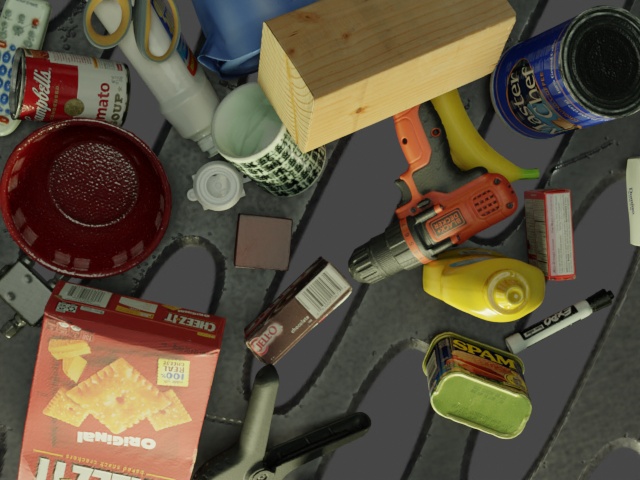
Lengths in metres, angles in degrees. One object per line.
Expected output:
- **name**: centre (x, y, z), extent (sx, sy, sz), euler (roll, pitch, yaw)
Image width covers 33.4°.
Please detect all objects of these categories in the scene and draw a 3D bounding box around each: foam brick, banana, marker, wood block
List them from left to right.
- **foam brick**: centre (-0.057, 0.001, 1.044), extent (0.053, 0.078, 0.051), euler (6, 91, -5)
- **wood block**: centre (0.057, -0.171, 0.950), extent (0.205, 0.091, 0.090), euler (-25, 69, -18)
- **banana**: centre (0.141, -0.127, 1.075), extent (0.069, 0.037, 0.198), euler (-37, 97, -24)
- **marker**: centre (0.248, 0.083, 1.100), extent (0.121, 0.020, 0.020), euler (-27, 95, -3)

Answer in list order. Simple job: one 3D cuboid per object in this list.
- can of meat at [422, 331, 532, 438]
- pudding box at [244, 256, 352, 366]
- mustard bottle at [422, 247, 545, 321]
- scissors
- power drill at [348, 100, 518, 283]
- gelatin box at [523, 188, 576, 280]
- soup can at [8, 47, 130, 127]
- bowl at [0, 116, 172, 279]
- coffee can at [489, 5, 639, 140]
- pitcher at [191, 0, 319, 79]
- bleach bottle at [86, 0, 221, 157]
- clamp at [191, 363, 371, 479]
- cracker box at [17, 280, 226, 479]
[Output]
- **can of meat**: centre (0.155, 0.144, 1.058), extent (0.102, 0.084, 0.057), euler (20, 110, -5)
- **pudding box**: centre (-0.024, 0.068, 1.044), extent (0.113, 0.090, 0.039), euler (-42, 97, -2)
- **mustard bottle**: centre (0.159, 0.041, 1.005), extent (0.096, 0.191, 0.058), euler (2, 93, -5)
- **scissors**: centre (-0.174, -0.257, 0.955), extent (0.096, 0.016, 0.202), euler (-9, 97, -9)
- **power drill**: centre (0.075, -0.067, 1.048), extent (0.185, 0.057, 0.187), euler (-28, 91, 19)
- **gelatin box**: centre (0.230, -0.007, 1.067), extent (0.030, 0.073, 0.089), euler (-5, 93, -4)
- **soup can**: centre (-0.238, -0.143, 1.014), extent (0.102, 0.069, 0.068), euler (4, 93, -25)
- **bowl**: centre (-0.222, -0.046, 1.029), extent (0.162, 0.055, 0.162), euler (-1, 111, -3)
- **coffee can**: centre (0.238, -0.155, 1.016), extent (0.102, 0.140, 0.103), euler (1, 87, -17)
- **pitcher**: centre (-0.071, -0.288, 1.011), extent (0.145, 0.149, 0.243), euler (-22, 92, 21)
- **bleach bottle**: centre (-0.163, -0.194, 1.025), extent (0.068, 0.102, 0.251), euler (-30, 101, 9)
- **clamp**: centre (-0.054, 0.221, 1.059), extent (0.164, 0.036, 0.210), euler (26, 109, -40)
- **cracker box**: centre (-0.192, 0.160, 1.014), extent (0.164, 0.072, 0.214), euler (13, 112, -4)
